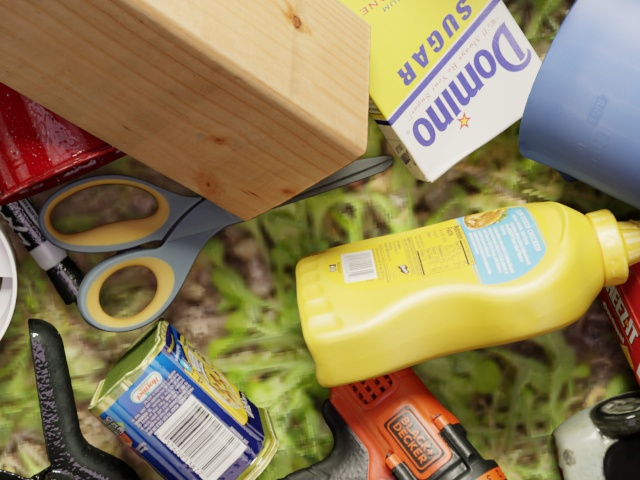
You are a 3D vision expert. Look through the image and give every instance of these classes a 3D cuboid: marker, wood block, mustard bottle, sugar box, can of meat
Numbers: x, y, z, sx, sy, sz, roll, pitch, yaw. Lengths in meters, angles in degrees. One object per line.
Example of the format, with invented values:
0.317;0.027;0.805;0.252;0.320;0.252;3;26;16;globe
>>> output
-0.165;-0.014;0.589;0.020;0.020;0.121;-35;100;-3;marker
-0.079;-0.104;0.494;0.205;0.090;0.091;31;48;-35;wood block
0.085;0.020;0.573;0.191;0.096;0.058;-14;115;4;mustard bottle
0.044;-0.129;0.590;0.093;0.048;0.176;-37;99;-2;sugar box
-0.074;0.092;0.573;0.057;0.102;0.084;-45;98;-2;can of meat

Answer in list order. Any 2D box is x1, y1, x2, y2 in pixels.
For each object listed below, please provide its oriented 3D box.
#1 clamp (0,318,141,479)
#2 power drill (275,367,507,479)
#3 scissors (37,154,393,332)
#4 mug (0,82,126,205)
-0.146;0.129;0.599;0.171;0.039;0.120;42;94;-17;clamp
0.019;0.174;0.586;0.187;0.057;0.184;-38;67;-1;power drill
-0.054;0.001;0.597;0.201;0.016;0.096;-1;89;-13;scissors
-0.132;-0.078;0.556;0.117;0.093;0.081;-27;96;-30;mug
